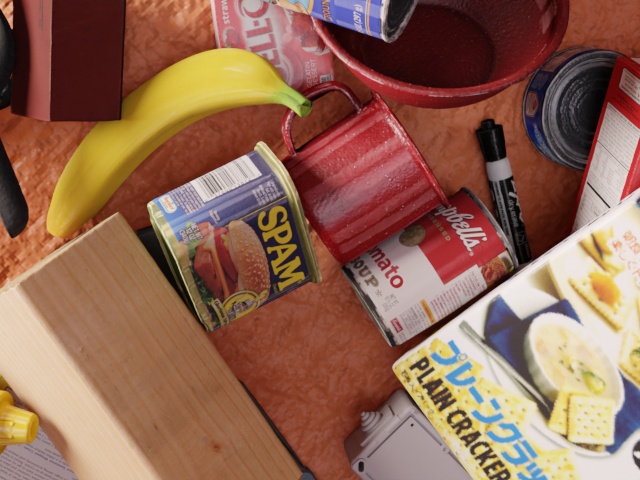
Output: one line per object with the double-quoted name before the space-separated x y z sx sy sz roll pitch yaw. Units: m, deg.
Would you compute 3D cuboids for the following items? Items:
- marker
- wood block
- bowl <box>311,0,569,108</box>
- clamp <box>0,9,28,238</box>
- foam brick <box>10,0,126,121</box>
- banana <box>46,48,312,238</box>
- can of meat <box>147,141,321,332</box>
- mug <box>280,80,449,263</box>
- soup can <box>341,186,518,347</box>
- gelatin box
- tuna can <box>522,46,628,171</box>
"marker" 0.131 -0.027 0.756 0.020 0.020 0.121 -18 105 -6
"wood block" -0.117 0.099 0.672 0.090 0.091 0.206 -42 101 -41
"bowl" 0.072 -0.137 0.675 0.162 0.162 0.055 -12 149 -8
"clamp" -0.217 -0.084 0.636 0.120 0.039 0.171 17 91 -18
"foam brick" -0.155 -0.113 0.655 0.051 0.053 0.078 -6 107 -42
"banana" -0.101 -0.070 0.673 0.198 0.069 0.037 -26 147 20
"can of meat" -0.054 0.001 0.675 0.084 0.057 0.102 -27 135 -12
"mug" 0.019 -0.047 0.694 0.081 0.093 0.117 -33 111 3
"soup can" 0.074 0.019 0.730 0.102 0.068 0.068 -33 107 -2
"gelatin box" -0.032 -0.136 0.694 0.073 0.030 0.089 -9 104 -8
"tuna can" 0.187 -0.091 0.744 0.086 0.034 0.086 -2 103 -10
